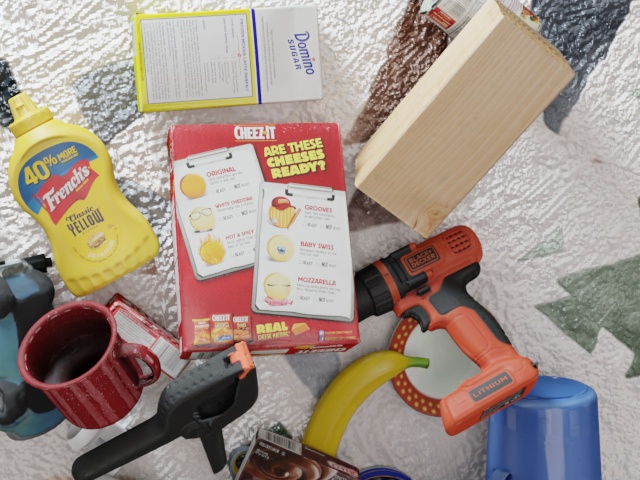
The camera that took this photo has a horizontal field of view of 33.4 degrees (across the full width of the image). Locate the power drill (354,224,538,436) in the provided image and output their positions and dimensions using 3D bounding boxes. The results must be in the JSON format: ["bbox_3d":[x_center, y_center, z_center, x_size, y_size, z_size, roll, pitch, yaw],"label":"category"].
[{"bbox_3d":[0.109,0.092,1.042,0.184,0.057,0.188,-27,68,-9],"label":"power drill"}]

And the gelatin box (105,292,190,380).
[{"bbox_3d":[-0.167,0.090,1.021,0.089,0.073,0.030,39,87,-12],"label":"gelatin box"}]

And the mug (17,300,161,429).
[{"bbox_3d":[-0.197,0.113,0.945,0.117,0.093,0.081,-8,138,14],"label":"mug"}]

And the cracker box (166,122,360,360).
[{"bbox_3d":[-0.057,0.001,1.002,0.164,0.072,0.214,-2,76,-13],"label":"cracker box"}]

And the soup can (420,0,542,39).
[{"bbox_3d":[0.158,-0.221,1.052,0.102,0.068,0.068,35,89,-13],"label":"soup can"}]

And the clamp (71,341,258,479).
[{"bbox_3d":[-0.127,0.164,0.973,0.164,0.036,0.210,-1,142,-34],"label":"clamp"}]

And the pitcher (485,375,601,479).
[{"bbox_3d":[0.220,0.268,1.086,0.145,0.149,0.243,-1,97,11],"label":"pitcher"}]

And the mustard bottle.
[{"bbox_3d":[-0.235,-0.050,0.998,0.096,0.058,0.191,-28,101,-2],"label":"mustard bottle"}]

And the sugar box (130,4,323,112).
[{"bbox_3d":[-0.089,-0.173,1.020,0.176,0.048,0.093,-5,98,-15],"label":"sugar box"}]

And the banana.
[{"bbox_3d":[0.026,0.181,1.080,0.069,0.037,0.198,38,98,8],"label":"banana"}]

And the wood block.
[{"bbox_3d":[0.132,-0.117,1.013,0.090,0.090,0.206,35,111,-13],"label":"wood block"}]

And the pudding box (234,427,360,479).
[{"bbox_3d":[-0.029,0.248,1.056,0.113,0.039,0.090,24,100,-2],"label":"pudding box"}]

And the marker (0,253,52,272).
[{"bbox_3d":[-0.316,0.031,1.011,0.121,0.020,0.020,-10,99,-10],"label":"marker"}]
